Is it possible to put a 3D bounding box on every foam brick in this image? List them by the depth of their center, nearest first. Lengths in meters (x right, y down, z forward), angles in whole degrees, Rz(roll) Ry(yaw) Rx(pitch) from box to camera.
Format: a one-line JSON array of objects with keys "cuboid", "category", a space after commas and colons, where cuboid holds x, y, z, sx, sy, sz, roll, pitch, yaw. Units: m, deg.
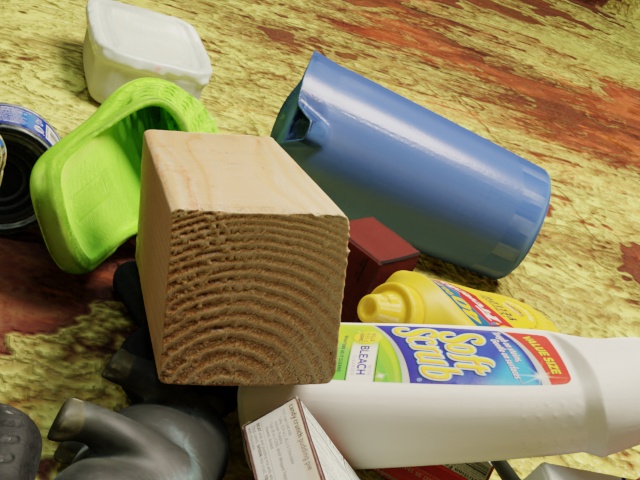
[{"cuboid": [0.026, 0.031, 0.766, 0.053, 0.078, 0.051, 38, 28, 28], "category": "foam brick"}]

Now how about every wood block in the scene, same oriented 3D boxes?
[{"cuboid": [-0.053, 0.001, 0.611, 0.090, 0.091, 0.206, 2, 15, -13], "category": "wood block"}]

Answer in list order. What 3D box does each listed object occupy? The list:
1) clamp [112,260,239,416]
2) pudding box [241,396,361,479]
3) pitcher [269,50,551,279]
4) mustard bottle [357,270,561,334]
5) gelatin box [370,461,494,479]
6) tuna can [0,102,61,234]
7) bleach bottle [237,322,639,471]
[{"cuboid": [-0.089, 0.062, 0.658, 0.120, 0.039, 0.171, 12, 21, 5], "category": "clamp"}, {"cuboid": [0.006, 0.142, 0.511, 0.090, 0.039, 0.113, 55, 4, -32], "category": "pudding box"}, {"cuboid": [0.072, -0.060, 0.948, 0.242, 0.145, 0.149, 24, 48, -5], "category": "pitcher"}, {"cuboid": [0.090, 0.061, 0.729, 0.191, 0.058, 0.096, 16, 21, -47], "category": "mustard bottle"}, {"cuboid": [0.074, 0.127, 0.663, 0.073, 0.030, 0.089, 28, 27, 12], "category": "gelatin box"}, {"cuboid": [-0.215, -0.047, 0.719, 0.086, 0.086, 0.034, 12, 27, -20], "category": "tuna can"}, {"cuboid": [0.085, 0.082, 0.597, 0.251, 0.068, 0.102, -3, 23, 9], "category": "bleach bottle"}]
